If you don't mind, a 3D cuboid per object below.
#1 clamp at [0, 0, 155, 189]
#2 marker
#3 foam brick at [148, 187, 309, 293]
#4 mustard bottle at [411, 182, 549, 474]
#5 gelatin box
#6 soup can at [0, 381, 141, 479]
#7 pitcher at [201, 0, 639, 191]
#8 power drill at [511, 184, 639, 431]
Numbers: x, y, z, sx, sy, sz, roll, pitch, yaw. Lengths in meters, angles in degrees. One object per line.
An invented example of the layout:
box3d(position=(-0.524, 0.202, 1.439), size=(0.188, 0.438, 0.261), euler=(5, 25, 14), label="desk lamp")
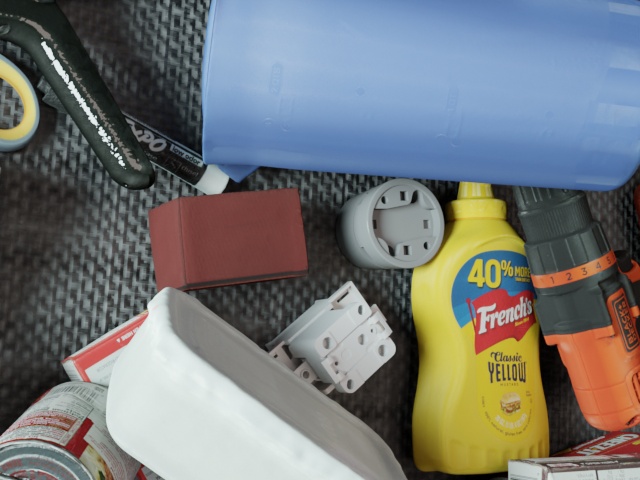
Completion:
box3d(position=(-0.149, -0.144, 0.585), size=(0.209, 0.036, 0.164), euler=(34, 57, -18), label="clamp")
box3d(position=(-0.107, -0.061, 0.615), size=(0.121, 0.020, 0.020), euler=(30, 72, -21), label="marker")
box3d(position=(-0.054, 0.001, 0.616), size=(0.078, 0.053, 0.051), euler=(-6, 87, -28), label="foam brick")
box3d(position=(0.102, 0.050, 0.685), size=(0.096, 0.058, 0.191), euler=(4, 81, -34), label="mustard bottle")
box3d(position=(-0.091, 0.087, 0.600), size=(0.073, 0.030, 0.089), euler=(-32, 98, -28), label="gelatin box")
box3d(position=(-0.127, 0.114, 0.520), size=(0.068, 0.102, 0.068), euler=(0, 99, 1), label="soup can")
box3d(position=(0.058, -0.103, 0.587), size=(0.242, 0.149, 0.145), euler=(7, 78, -3), label="pitcher")
box3d(position=(0.204, 0.011, 0.714), size=(0.187, 0.058, 0.184), euler=(-23, 98, -44), label="power drill")
